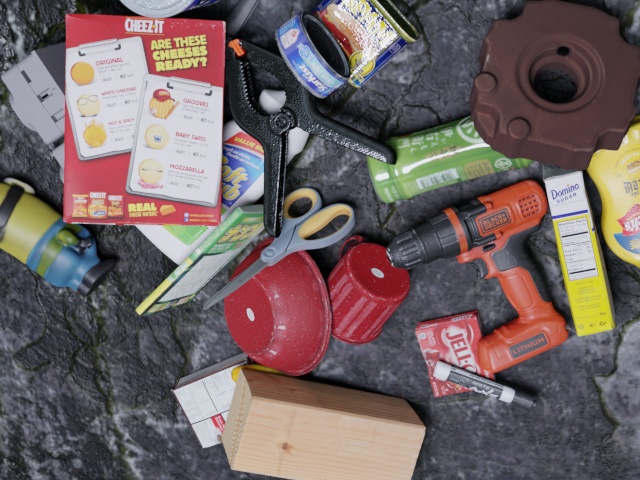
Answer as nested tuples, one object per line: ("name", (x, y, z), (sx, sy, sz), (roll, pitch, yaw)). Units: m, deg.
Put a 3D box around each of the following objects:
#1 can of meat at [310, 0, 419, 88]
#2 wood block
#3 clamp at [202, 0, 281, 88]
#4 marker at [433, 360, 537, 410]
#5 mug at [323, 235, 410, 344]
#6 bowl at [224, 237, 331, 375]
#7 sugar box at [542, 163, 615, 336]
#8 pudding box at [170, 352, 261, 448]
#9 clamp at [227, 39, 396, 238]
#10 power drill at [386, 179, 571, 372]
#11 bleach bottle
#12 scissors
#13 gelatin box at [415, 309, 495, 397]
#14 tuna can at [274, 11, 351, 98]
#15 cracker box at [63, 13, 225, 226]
("can of meat", (0.040, -0.225, 1.137), (0.084, 0.057, 0.102), (-40, 95, 22))
("wood block", (0.002, 0.220, 1.220), (0.206, 0.090, 0.091), (13, 101, -16))
("clamp", (-0.089, -0.209, 1.179), (0.172, 0.039, 0.120), (-30, 94, 22))
("marker", (0.188, 0.166, 1.213), (0.121, 0.020, 0.020), (20, 110, 2))
("mug", (0.046, 0.046, 1.195), (0.093, 0.117, 0.082), (9, 141, -24))
("bowl", (-0.060, 0.079, 1.206), (0.162, 0.055, 0.162), (13, 108, 46))
("sugar box", (0.274, 0.003, 1.138), (0.048, 0.093, 0.176), (-14, 102, 15))
("pudding box", (-0.113, 0.195, 1.306), (0.114, 0.039, 0.090), (-23, 99, 15))
("clamp", (-0.042, -0.117, 1.139), (0.165, 0.036, 0.210), (-39, 89, 15))
("power drill", (0.181, 0.046, 1.167), (0.184, 0.057, 0.187), (-22, 105, -3))
("bleach bottle", (-0.101, -0.089, 1.206), (0.102, 0.068, 0.251), (44, 107, -1))
("scissors", (-0.058, 0.001, 1.182), (0.201, 0.096, 0.016), (-26, 140, -13))
("gelatin box", (0.157, 0.131, 1.234), (0.073, 0.030, 0.089), (-14, 104, 14))
("tuna can", (-0.007, -0.190, 1.085), (0.034, 0.086, 0.086), (-32, 98, 22))
("cracker box", (-0.184, -0.123, 1.122), (0.164, 0.072, 0.214), (1, 92, -10))
